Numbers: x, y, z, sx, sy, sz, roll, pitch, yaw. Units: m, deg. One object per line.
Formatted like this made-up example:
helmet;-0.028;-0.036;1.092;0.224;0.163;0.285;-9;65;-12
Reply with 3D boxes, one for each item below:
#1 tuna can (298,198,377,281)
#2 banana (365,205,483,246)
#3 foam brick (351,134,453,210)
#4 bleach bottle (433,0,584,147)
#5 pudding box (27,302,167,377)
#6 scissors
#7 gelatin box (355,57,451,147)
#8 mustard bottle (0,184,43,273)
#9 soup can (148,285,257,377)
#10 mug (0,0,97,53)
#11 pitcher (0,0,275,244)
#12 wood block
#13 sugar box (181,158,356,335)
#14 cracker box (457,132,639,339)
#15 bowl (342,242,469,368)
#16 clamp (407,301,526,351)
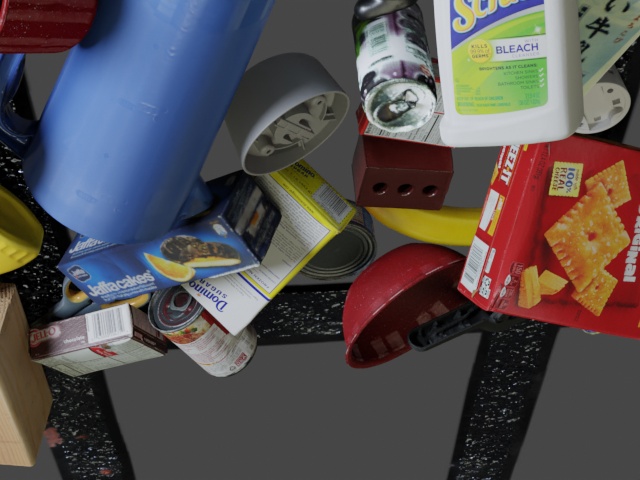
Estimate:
tuna can;0.009;-0.001;0.996;0.086;0.034;0.086;-3;140;-3
banana;0.136;-0.024;0.985;0.197;0.037;0.070;-4;123;-3
foam brick;0.070;-0.062;0.916;0.078;0.051;0.053;2;140;-9
bleach bottle;0.113;-0.190;0.702;0.103;0.068;0.251;-1;116;24
pudding box;-0.223;0.102;1.074;0.113;0.039;0.090;-13;160;12
scissors;-0.243;0.075;1.075;0.096;0.016;0.202;17;140;-30
gelatin box;0.081;-0.115;0.870;0.089;0.030;0.073;7;140;-15
mustard bottle;-0.347;0.015;0.957;0.192;0.058;0.096;-27;132;25
soup can;-0.114;0.085;1.060;0.069;0.068;0.102;-21;139;18
mug;-0.189;-0.167;0.666;0.081;0.093;0.117;-14;149;-55
pitcher;-0.130;-0.124;0.766;0.148;0.145;0.243;-19;152;-44
wood block;-0.339;0.136;1.070;0.091;0.090;0.206;4;140;2
sugar box;-0.056;0.001;0.955;0.093;0.048;0.176;44;131;-1
cracker box;0.247;-0.004;0.933;0.213;0.072;0.164;12;103;-18
bowl;0.078;0.052;1.023;0.162;0.055;0.162;-29;154;-16
clamp;0.162;0.067;1.045;0.120;0.039;0.171;-42;149;28
